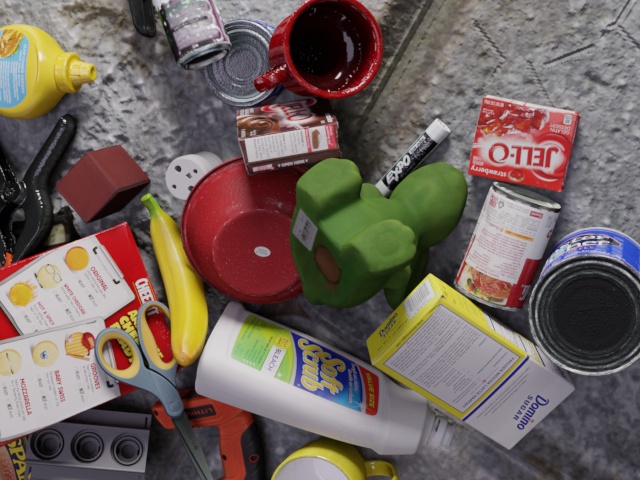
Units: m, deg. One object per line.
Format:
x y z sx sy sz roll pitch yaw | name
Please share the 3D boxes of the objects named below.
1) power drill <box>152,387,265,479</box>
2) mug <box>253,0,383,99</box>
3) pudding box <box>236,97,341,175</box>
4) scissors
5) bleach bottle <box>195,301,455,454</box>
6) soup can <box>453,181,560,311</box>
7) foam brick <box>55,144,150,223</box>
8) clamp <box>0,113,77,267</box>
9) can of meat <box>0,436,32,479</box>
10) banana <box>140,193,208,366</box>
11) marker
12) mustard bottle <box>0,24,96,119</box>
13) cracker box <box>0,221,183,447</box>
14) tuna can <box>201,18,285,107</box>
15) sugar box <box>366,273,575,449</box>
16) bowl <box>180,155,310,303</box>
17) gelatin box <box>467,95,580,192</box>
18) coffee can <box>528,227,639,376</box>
-0.112 0.247 1.116 0.184 0.057 0.187 -15 98 15 | power drill
-0.010 -0.167 0.976 0.117 0.082 0.093 -34 103 -12 | mug
-0.030 -0.099 0.987 0.090 0.113 0.039 -11 113 -1 | pudding box
-0.166 0.161 1.055 0.096 0.016 0.202 -9 87 -19 | scissors
0.010 0.144 1.048 0.251 0.102 0.068 18 131 6 | bleach bottle
0.171 0.005 0.980 0.068 0.068 0.102 22 104 12 | soup can
-0.220 -0.058 1.081 0.053 0.078 0.051 -41 88 19 | foam brick
-0.324 -0.055 1.120 0.120 0.039 0.171 8 83 23 | clamp
-0.334 0.241 1.181 0.084 0.057 0.102 -15 95 21 | can of meat
-0.143 0.047 1.058 0.037 0.069 0.198 -33 56 19 | banana
0.077 -0.066 1.021 0.020 0.020 0.121 45 109 5 | marker
-0.321 -0.174 1.100 0.192 0.058 0.096 3 89 16 | mustard bottle
-0.269 0.095 1.071 0.213 0.072 0.164 -22 94 -20 | cracker box
-0.072 -0.172 1.039 0.086 0.033 0.086 3 101 16 | tuna can
0.139 0.114 0.983 0.176 0.048 0.093 34 111 -25 | sugar box
-0.057 0.001 1.026 0.162 0.055 0.162 0 115 -1 | bowl
0.186 -0.089 0.979 0.089 0.030 0.073 13 103 14 | gelatin box
0.239 0.049 0.929 0.103 0.140 0.103 3 100 16 | coffee can
